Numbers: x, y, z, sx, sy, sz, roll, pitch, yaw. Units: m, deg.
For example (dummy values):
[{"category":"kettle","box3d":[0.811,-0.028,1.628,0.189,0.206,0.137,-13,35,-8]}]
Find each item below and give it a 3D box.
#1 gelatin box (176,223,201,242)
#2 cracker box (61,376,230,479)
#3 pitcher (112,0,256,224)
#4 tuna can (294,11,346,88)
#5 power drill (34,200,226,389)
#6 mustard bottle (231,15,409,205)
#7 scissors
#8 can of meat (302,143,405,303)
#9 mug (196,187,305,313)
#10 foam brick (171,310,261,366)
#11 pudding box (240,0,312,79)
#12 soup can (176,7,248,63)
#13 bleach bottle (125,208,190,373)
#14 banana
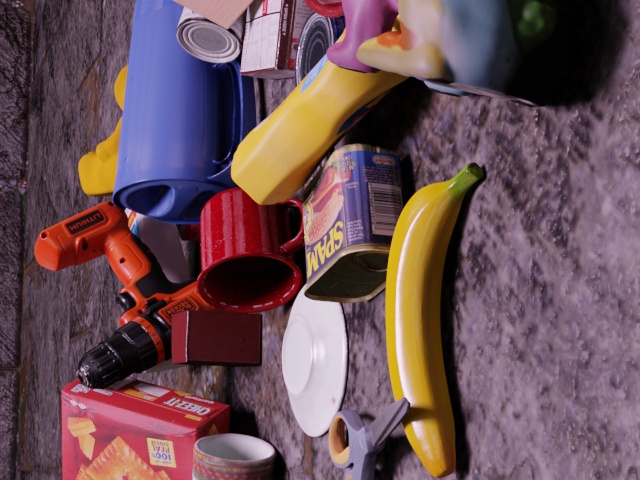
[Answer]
[{"category":"gelatin box","box3d":[-0.150,-0.053,1.242,0.089,0.030,0.073,-117,37,-46]},{"category":"cracker box","box3d":[-0.177,0.252,1.066,0.164,0.072,0.214,12,108,25]},{"category":"pitcher","box3d":[-0.139,-0.149,1.125,0.145,0.149,0.243,94,176,-72]},{"category":"tuna can","box3d":[0.009,-0.145,0.863,0.086,0.033,0.086,-177,90,-68]},{"category":"power drill","box3d":[-0.212,0.054,1.103,0.188,0.184,0.057,44,139,21]},{"category":"mustard bottle","box3d":[0.014,-0.108,0.767,0.192,0.058,0.096,-44,3,38]},{"category":"scissors","box3d":[0.036,0.156,0.735,0.202,0.016,0.096,146,119,-75]},{"category":"can of meat","box3d":[0.024,-0.011,0.776,0.102,0.057,0.084,134,137,-58]},{"category":"mug","box3d":[-0.056,0.001,0.946,0.117,0.093,0.081,-30,48,28]},{"category":"foam brick","box3d":[-0.102,0.096,1.040,0.053,0.078,0.051,163,111,-67]},{"category":"pudding box","box3d":[-0.038,-0.196,0.981,0.114,0.039,0.090,-162,76,-70]},{"category":"soup can","box3d":[-0.098,-0.236,1.057,0.069,0.068,0.102,137,150,-60]},{"category":"bleach bottle","box3d":[-0.192,0.019,1.228,0.103,0.068,0.251,-39,62,60]},{"category":"banana","box3d":[0.067,0.049,0.687,0.070,0.037,0.198,-176,89,-68]}]
